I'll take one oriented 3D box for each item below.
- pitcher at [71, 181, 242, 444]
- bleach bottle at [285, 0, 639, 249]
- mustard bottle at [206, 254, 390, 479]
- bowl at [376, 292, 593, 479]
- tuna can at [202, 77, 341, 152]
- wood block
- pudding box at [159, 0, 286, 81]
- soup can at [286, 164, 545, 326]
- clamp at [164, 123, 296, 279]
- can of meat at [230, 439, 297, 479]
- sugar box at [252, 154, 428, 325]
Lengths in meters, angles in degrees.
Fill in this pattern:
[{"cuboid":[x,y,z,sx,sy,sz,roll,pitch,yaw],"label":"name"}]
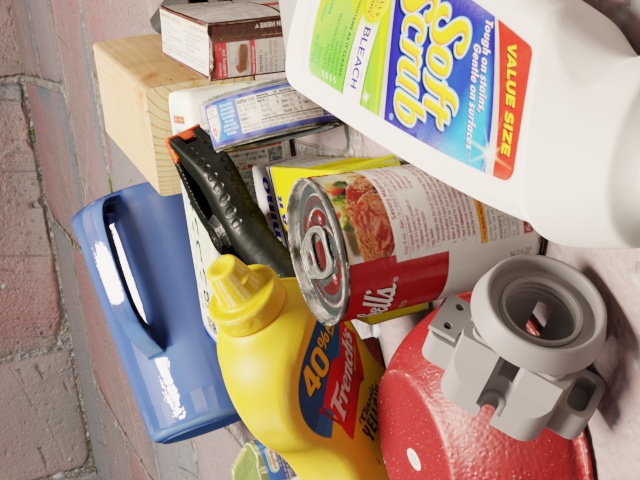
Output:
[{"cuboid":[-0.152,0.069,1.040,0.145,0.149,0.243,-39,67,56],"label":"pitcher"},{"cuboid":[0.073,-0.069,0.429,0.251,0.068,0.103,38,115,54],"label":"bleach bottle"},{"cuboid":[-0.006,0.077,0.593,0.191,0.058,0.096,55,-141,-35],"label":"mustard bottle"},{"cuboid":[0.072,0.105,0.550,0.162,0.055,0.162,168,90,-71],"label":"bowl"},{"cuboid":[-0.030,-0.081,0.684,0.086,0.086,0.034,175,82,-71],"label":"tuna can"},{"cuboid":[-0.130,-0.118,0.936,0.206,0.090,0.091,-140,42,-60],"label":"wood block"},{"cuboid":[-0.048,-0.134,0.694,0.114,0.090,0.039,-145,47,-63],"label":"pudding box"},{"cuboid":[0.043,-0.004,0.495,0.069,0.102,0.068,168,90,-71],"label":"soup can"},{"cuboid":[-0.055,0.001,0.730,0.171,0.039,0.120,58,155,25],"label":"clamp"},{"cuboid":[-0.015,0.172,0.788,0.102,0.083,0.057,116,139,-60],"label":"can of meat"},{"cuboid":[0.006,-0.006,0.683,0.176,0.048,0.093,-171,68,-68],"label":"sugar box"}]
